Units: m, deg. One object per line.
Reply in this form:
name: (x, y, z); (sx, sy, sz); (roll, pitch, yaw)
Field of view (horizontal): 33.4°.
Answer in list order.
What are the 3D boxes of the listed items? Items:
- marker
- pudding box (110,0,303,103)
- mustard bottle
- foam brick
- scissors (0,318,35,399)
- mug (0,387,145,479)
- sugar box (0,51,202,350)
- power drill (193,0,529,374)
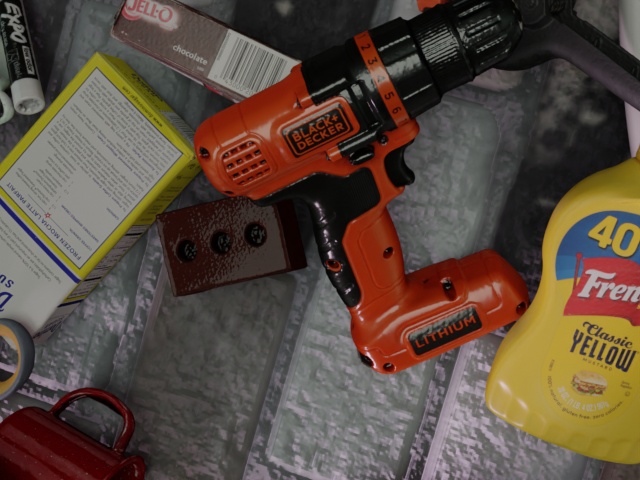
marker: (-0.195, -0.135, 0.680); (0.020, 0.020, 0.121); (-23, 65, 11)
pudding box: (-0.057, -0.109, 0.636); (0.113, 0.090, 0.039); (29, 99, 9)
mustard bottle: (0.162, 0.020, 0.566); (0.096, 0.058, 0.192); (21, 110, 8)
foam brick: (-0.054, 0.001, 0.658); (0.078, 0.051, 0.053); (-14, 88, 12)
scissors: (-0.229, 0.121, 0.691); (0.096, 0.016, 0.202); (11, 107, 20)
mug: (-0.164, 0.147, 0.670); (0.081, 0.093, 0.117); (27, 80, 14)
sugar box: (-0.161, -0.024, 0.683); (0.093, 0.048, 0.176); (46, 103, 7)
power drill: (0.049, -0.027, 0.591); (0.184, 0.057, 0.187); (-24, 117, 10)
